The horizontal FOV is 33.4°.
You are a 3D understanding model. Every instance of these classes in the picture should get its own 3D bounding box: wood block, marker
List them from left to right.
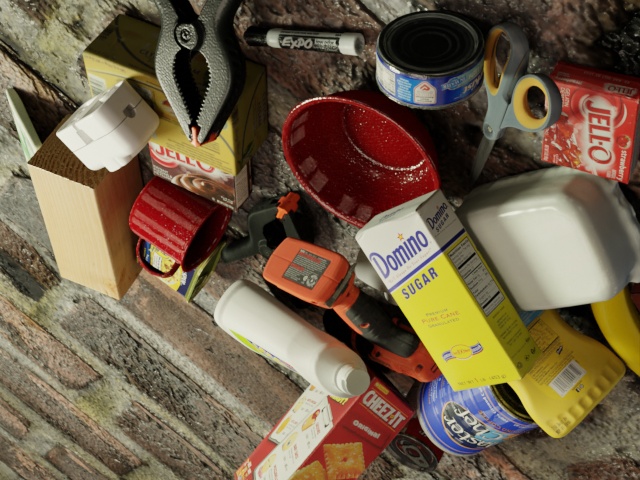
[{"bbox_3d":[-0.264,-0.036,1.256,0.091,0.090,0.206,19,144,15],"label":"wood block"},{"bbox_3d":[-0.017,-0.176,0.939,0.121,0.020,0.020,11,140,31],"label":"marker"}]

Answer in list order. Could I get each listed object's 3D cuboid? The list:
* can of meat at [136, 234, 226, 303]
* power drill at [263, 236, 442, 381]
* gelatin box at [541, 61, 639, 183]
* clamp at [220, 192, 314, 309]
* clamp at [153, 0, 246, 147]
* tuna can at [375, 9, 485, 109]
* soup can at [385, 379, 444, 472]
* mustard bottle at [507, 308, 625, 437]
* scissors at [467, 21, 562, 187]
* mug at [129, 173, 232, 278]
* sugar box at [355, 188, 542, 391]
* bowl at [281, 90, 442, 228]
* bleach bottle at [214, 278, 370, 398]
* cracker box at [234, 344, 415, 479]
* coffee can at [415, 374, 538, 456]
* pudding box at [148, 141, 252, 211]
[{"bbox_3d":[-0.168,0.015,1.272,0.084,0.057,0.102,35,146,4],"label":"can of meat"},{"bbox_3d":[0.026,0.070,1.120,0.185,0.057,0.187,18,162,50],"label":"power drill"},{"bbox_3d":[0.214,-0.092,0.835,0.073,0.030,0.089,18,143,23],"label":"gelatin box"},{"bbox_3d":[-0.058,0.001,1.178,0.120,0.039,0.171,21,141,11],"label":"clamp"},{"bbox_3d":[-0.099,-0.186,0.924,0.165,0.036,0.210,5,110,34],"label":"clamp"},{"bbox_3d":[0.086,-0.142,0.834,0.086,0.086,0.034,20,142,21],"label":"tuna can"},{"bbox_3d":[0.123,0.202,1.211,0.068,0.102,0.068,23,145,17],"label":"soup can"},{"bbox_3d":[0.188,0.090,1.018,0.192,0.096,0.058,44,179,13],"label":"mustard bottle"},{"bbox_3d":[0.155,-0.087,0.874,0.096,0.016,0.202,51,158,36],"label":"scissors"},{"bbox_3d":[-0.163,-0.015,1.188,0.081,0.117,0.093,33,-168,12],"label":"mug"},{"bbox_3d":[0.112,0.048,0.948,0.176,0.048,0.094,54,143,-9],"label":"sugar box"},{"bbox_3d":[0.047,-0.081,0.969,0.162,0.055,0.162,23,145,17],"label":"bowl"},{"bbox_3d":[-0.025,0.115,1.177,0.102,0.068,0.251,40,172,-28],"label":"bleach bottle"},{"bbox_3d":[0.001,0.234,1.210,0.072,0.213,0.164,41,180,-13],"label":"cracker box"},{"bbox_3d":[0.177,0.159,1.111,0.103,0.102,0.141,38,146,-5],"label":"coffee can"},{"bbox_3d":[-0.127,-0.091,1.121,0.114,0.039,0.090,23,144,18],"label":"pudding box"}]
